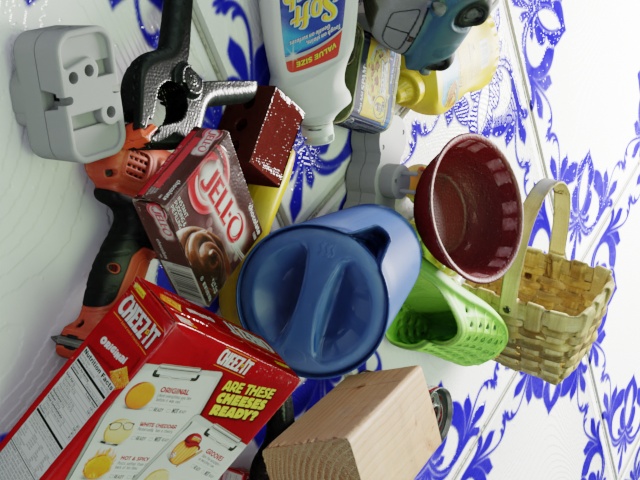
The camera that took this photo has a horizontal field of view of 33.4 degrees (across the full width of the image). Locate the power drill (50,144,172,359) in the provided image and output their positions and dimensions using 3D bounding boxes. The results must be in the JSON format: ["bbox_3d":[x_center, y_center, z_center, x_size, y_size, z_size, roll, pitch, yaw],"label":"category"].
[{"bbox_3d":[-0.135,0.020,0.883,0.184,0.057,0.187,23,76,-49],"label":"power drill"}]

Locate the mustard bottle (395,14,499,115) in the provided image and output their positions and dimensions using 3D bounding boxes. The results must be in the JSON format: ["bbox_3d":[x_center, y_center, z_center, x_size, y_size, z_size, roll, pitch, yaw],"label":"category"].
[{"bbox_3d":[0.132,-0.193,1.196,0.191,0.058,0.096,-36,129,-44],"label":"mustard bottle"}]

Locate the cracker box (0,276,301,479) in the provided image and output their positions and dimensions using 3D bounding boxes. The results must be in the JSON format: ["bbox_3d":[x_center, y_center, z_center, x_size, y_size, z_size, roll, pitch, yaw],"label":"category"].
[{"bbox_3d":[-0.142,0.148,0.820,0.214,0.072,0.164,-50,142,5],"label":"cracker box"}]

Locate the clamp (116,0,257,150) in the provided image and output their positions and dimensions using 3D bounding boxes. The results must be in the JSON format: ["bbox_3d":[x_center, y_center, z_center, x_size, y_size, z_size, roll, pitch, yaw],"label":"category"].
[{"bbox_3d":[-0.108,-0.122,0.866,0.120,0.039,0.171,45,47,-28],"label":"clamp"}]

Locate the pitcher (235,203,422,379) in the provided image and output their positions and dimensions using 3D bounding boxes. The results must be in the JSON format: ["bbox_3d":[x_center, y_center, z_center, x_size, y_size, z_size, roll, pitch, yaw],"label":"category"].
[{"bbox_3d":[0.014,0.040,0.993,0.242,0.149,0.145,-30,119,-72],"label":"pitcher"}]

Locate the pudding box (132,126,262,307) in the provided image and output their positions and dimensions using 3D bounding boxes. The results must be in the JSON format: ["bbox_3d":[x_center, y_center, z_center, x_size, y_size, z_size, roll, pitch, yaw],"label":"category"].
[{"bbox_3d":[-0.094,-0.019,0.838,0.090,0.039,0.113,-55,147,-34],"label":"pudding box"}]

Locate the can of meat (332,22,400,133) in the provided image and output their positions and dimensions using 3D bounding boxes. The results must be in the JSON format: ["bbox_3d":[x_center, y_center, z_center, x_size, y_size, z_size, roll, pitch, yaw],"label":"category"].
[{"bbox_3d":[0.035,-0.162,1.074,0.083,0.058,0.102,9,90,-55],"label":"can of meat"}]

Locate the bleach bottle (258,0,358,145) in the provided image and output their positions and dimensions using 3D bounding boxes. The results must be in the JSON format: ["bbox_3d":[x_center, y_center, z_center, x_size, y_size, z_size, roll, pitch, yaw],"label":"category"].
[{"bbox_3d":[-0.005,-0.213,0.981,0.102,0.068,0.251,-9,111,-9],"label":"bleach bottle"}]

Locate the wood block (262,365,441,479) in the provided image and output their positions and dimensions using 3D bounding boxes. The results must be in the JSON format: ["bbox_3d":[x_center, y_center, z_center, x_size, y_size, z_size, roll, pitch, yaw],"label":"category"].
[{"bbox_3d":[0.037,0.199,1.034,0.205,0.091,0.090,-28,105,-63],"label":"wood block"}]

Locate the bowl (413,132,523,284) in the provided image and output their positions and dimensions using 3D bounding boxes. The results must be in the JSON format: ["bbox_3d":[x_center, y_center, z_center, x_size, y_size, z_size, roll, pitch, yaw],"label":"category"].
[{"bbox_3d":[0.149,-0.032,1.145,0.161,0.055,0.162,7,80,-44],"label":"bowl"}]

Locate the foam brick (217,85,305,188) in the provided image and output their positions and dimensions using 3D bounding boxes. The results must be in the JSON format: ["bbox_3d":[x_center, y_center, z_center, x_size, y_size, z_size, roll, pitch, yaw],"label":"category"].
[{"bbox_3d":[-0.058,-0.094,0.965,0.051,0.053,0.078,35,68,-51],"label":"foam brick"}]

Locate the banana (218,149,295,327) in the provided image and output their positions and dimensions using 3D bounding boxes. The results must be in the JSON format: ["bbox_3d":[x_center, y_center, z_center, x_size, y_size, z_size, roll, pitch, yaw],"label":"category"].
[{"bbox_3d":[-0.063,0.004,0.997,0.069,0.037,0.198,14,87,-72],"label":"banana"}]

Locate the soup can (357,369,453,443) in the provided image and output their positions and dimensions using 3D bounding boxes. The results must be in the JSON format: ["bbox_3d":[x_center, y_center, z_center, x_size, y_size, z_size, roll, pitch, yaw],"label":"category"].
[{"bbox_3d":[0.086,0.185,1.176,0.068,0.102,0.068,-15,109,-51],"label":"soup can"}]
